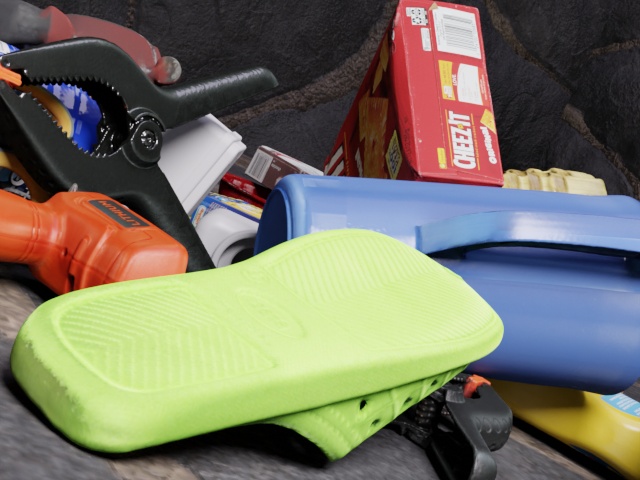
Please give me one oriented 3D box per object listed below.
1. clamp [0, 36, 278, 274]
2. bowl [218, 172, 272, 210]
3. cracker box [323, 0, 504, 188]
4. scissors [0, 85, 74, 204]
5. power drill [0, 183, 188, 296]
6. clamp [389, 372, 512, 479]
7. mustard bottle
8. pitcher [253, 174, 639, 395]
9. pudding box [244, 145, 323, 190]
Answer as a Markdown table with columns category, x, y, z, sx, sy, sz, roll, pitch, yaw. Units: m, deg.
| category | x | y | z | sx | sy | sz | roll | pitch | yaw |
| --- | --- | --- | --- | --- | --- | --- | --- | --- | --- |
| clamp | -0.107 | -0.046 | 0.610 | 0.036 | 0.164 | 0.209 | -3 | -11 | 41 |
| bowl | -0.043 | -0.013 | 1.085 | 0.162 | 0.055 | 0.162 | 25 | 5 | -3 |
| cracker box | 0.062 | -0.054 | 0.827 | 0.072 | 0.164 | 0.214 | 6 | -33 | -14 |
| scissors | -0.199 | -0.052 | 0.529 | 0.016 | 0.096 | 0.201 | -9 | -5 | 32 |
| power drill | -0.152 | -0.004 | 0.456 | 0.187 | 0.057 | 0.185 | 20 | 6 | -43 |
| clamp | 0.050 | 0.090 | 0.585 | 0.120 | 0.039 | 0.171 | 29 | 7 | 15 |
| mustard bottle | 0.201 | 0.130 | 0.756 | 0.192 | 0.058 | 0.096 | 28 | 3 | 30 |
| pitcher | 0.087 | 0.020 | 0.671 | 0.242 | 0.149 | 0.145 | 6 | 26 | -16 |
| pudding box | -0.016 | -0.058 | 1.130 | 0.089 | 0.039 | 0.114 | 22 | 8 | -32 |
